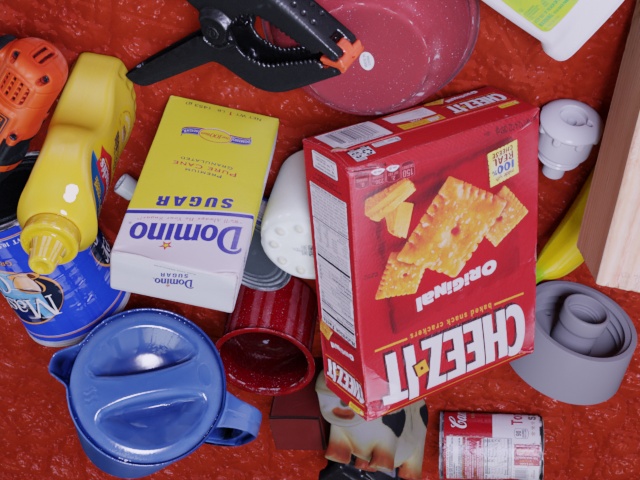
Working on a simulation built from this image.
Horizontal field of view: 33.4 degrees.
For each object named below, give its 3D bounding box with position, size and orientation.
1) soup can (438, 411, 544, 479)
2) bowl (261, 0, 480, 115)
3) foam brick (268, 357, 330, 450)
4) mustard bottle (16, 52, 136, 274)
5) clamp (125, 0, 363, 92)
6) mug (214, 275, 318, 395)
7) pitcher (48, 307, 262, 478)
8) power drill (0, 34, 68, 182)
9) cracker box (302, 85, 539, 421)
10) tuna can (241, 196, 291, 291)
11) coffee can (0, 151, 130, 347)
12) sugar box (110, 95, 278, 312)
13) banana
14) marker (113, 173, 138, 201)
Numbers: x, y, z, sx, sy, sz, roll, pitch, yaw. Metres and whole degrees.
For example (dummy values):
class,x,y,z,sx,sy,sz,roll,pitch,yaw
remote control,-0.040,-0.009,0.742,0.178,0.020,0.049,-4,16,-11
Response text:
class,x,y,z,sx,sy,sz,roll,pitch,yaw
soup can,0.171,0.207,1.071,0.102,0.068,0.068,1,134,8
bowl,0.033,-0.144,0.763,0.162,0.055,0.162,5,135,5
foam brick,-0.017,0.160,1.051,0.051,0.078,0.053,-1,131,11
mustard bottle,-0.184,-0.049,0.795,0.058,0.191,0.096,11,135,-4
clamp,-0.069,-0.148,0.747,0.210,0.036,0.165,25,144,17
mug,-0.050,0.090,0.985,0.093,0.081,0.117,18,134,-8
pitcher,-0.159,0.159,0.993,0.149,0.144,0.243,58,160,9
power drill,-0.293,-0.128,0.802,0.187,0.057,0.185,40,130,-8
cracker box,0.081,0.010,0.798,0.164,0.072,0.214,-18,120,-23
tuna can,-0.056,0.001,0.917,0.086,0.033,0.086,19,139,17
coffee can,-0.239,0.009,0.924,0.103,0.102,0.140,-8,132,17
sugar box,-0.092,-0.032,0.807,0.093,0.176,0.048,11,135,-1
banana,0.218,-0.037,0.830,0.037,0.069,0.198,35,124,18
marker,-0.127,-0.018,0.938,0.121,0.020,0.020,36,129,-24
